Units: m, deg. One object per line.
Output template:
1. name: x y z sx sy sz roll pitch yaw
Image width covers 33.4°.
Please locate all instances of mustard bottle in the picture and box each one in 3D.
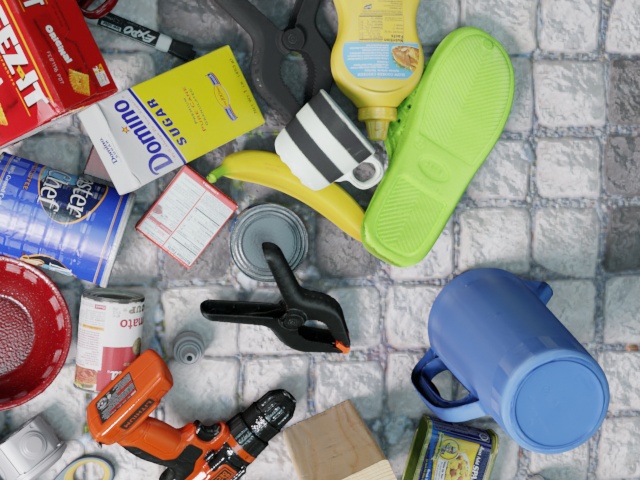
1. mustard bottle: 0.059 -0.200 1.111 0.096 0.058 0.191 0 90 -9

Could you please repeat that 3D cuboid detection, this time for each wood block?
1. wood block: 0.027 0.250 1.114 0.090 0.206 0.091 -25 101 -4

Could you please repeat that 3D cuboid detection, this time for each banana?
1. banana: -0.027 -0.054 1.143 0.197 0.037 0.069 20 58 -15

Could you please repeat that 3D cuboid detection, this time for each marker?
1. marker: -0.188 -0.217 1.119 0.121 0.020 0.020 21 94 -10

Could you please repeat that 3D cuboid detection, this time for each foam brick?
1. foam brick: -0.211 -0.099 1.114 0.051 0.053 0.078 19 94 -10

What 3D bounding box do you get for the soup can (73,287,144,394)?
1. soup can: -0.224 0.106 1.131 0.068 0.068 0.102 6 96 -9

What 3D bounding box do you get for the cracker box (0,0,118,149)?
1. cracker box: -0.304 -0.179 1.013 0.072 0.214 0.164 -33 103 -39

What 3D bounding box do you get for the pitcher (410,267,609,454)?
1. pitcher: 0.194 0.129 1.103 0.145 0.243 0.149 11 102 -11

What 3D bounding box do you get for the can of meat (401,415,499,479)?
1. can of meat: 0.145 0.255 1.207 0.084 0.057 0.102 15 94 -7

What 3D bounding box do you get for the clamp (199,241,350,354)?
1. clamp: -0.030 0.068 1.144 0.171 0.039 0.120 22 131 -24

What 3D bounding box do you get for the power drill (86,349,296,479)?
1. power drill: -0.137 0.193 1.124 0.184 0.057 0.187 -44 127 2

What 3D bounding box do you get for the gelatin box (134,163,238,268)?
1. gelatin box: -0.144 -0.026 1.145 0.073 0.030 0.089 38 91 -12

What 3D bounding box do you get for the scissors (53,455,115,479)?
1. scissors: -0.313 0.269 1.167 0.201 0.016 0.096 14 89 -4

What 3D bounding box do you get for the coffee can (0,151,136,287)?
1. coffee can: -0.270 -0.021 1.091 0.140 0.103 0.103 18 94 -10

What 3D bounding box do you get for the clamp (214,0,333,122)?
1. clamp: -0.046 -0.214 1.121 0.164 0.036 0.210 -12 102 -21

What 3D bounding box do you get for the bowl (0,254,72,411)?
1. bowl: -0.342 0.097 1.108 0.162 0.055 0.162 3 80 -16

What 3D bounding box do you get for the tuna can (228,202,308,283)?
1. tuna can: -0.058 0.001 1.158 0.086 0.034 0.086 -1 97 -8

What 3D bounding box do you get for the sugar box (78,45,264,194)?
1. sugar box: -0.147 -0.124 1.080 0.175 0.048 0.093 -34 102 -39
